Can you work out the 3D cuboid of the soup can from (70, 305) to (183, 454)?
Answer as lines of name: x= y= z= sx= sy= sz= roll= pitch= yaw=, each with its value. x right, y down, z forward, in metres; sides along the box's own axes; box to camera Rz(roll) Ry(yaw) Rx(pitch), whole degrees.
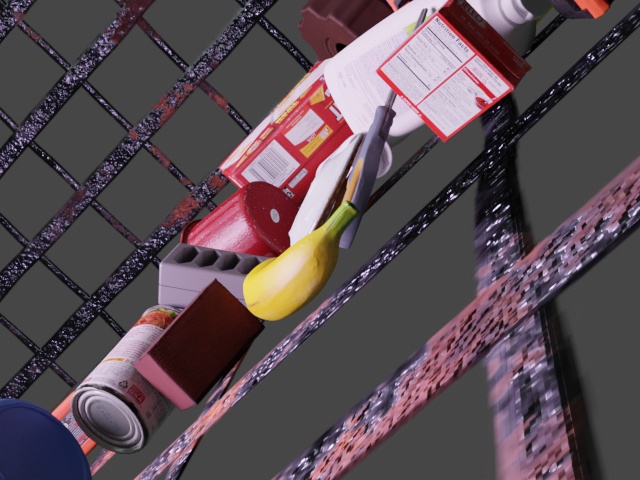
soup can: x=-0.136 y=0.107 z=0.823 sx=0.069 sy=0.068 sz=0.102 roll=-41 pitch=8 yaw=42

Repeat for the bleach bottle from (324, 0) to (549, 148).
bleach bottle: x=0.098 y=-0.148 z=0.864 sx=0.068 sy=0.102 sz=0.251 roll=-37 pitch=10 yaw=-27

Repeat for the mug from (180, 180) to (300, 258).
mug: x=-0.056 y=0.001 z=0.963 sx=0.082 sy=0.093 sz=0.117 roll=-37 pitch=-27 yaw=32

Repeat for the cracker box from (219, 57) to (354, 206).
cracker box: x=-0.019 y=-0.107 z=1.091 sx=0.164 sy=0.072 sz=0.214 roll=-47 pitch=10 yaw=-1

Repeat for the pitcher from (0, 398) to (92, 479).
pitcher: x=-0.290 y=0.229 z=0.791 sx=0.243 sy=0.144 sz=0.149 roll=-41 pitch=38 yaw=20

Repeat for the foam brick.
foam brick: x=-0.089 y=0.076 z=0.772 sx=0.078 sy=0.051 sz=0.053 roll=-49 pitch=6 yaw=-26

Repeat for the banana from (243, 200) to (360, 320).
banana: x=-0.022 y=0.026 z=0.728 sx=0.069 sy=0.037 sz=0.198 roll=-42 pitch=4 yaw=-20

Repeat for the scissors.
scissors: x=0.038 y=-0.074 z=0.798 sx=0.096 sy=0.016 sz=0.201 roll=124 pitch=167 yaw=-60

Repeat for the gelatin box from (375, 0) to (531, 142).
gelatin box: x=0.090 y=-0.118 z=0.735 sx=0.030 sy=0.073 sz=0.089 roll=-50 pitch=7 yaw=-33
